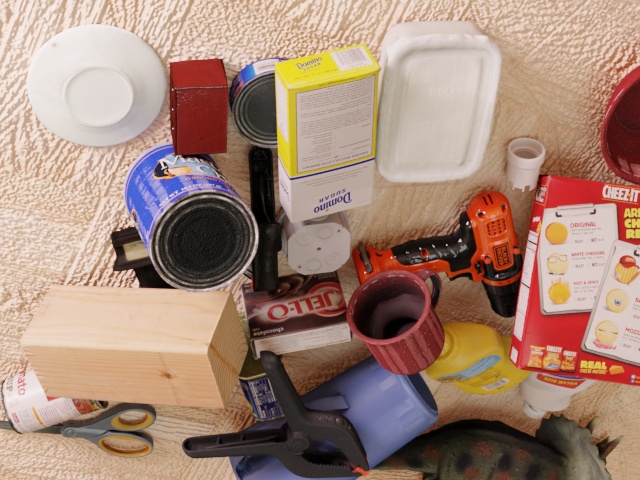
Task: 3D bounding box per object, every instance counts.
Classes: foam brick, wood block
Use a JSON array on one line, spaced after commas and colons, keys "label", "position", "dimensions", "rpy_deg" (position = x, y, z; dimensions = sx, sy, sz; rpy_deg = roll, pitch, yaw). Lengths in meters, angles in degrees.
[{"label": "foam brick", "position": [-0.117, -0.127, 1.021], "dimensions": [0.051, 0.053, 0.078], "rpy_deg": [-3, 128, -11]}, {"label": "wood block", "position": [-0.193, 0.110, 1.119], "dimensions": [0.206, 0.090, 0.091], "rpy_deg": [2, 132, 16]}]

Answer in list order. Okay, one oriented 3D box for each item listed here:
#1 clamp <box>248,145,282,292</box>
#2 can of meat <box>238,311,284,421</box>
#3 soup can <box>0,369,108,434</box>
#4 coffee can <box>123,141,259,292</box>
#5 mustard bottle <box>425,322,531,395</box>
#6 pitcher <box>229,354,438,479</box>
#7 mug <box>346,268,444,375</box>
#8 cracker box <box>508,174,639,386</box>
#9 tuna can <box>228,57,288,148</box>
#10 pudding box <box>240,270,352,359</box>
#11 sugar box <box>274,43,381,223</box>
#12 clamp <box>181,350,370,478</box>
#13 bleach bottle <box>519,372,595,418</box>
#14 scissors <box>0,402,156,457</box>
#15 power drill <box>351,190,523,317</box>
[{"label": "clamp", "position": [-0.057, 0.001, 1.096], "dimensions": [0.039, 0.120, 0.171], "rpy_deg": [-1, 130, 0]}, {"label": "can of meat", "position": [-0.068, 0.143, 1.216], "dimensions": [0.057, 0.102, 0.084], "rpy_deg": [-15, 132, -2]}, {"label": "soup can", "position": [-0.300, 0.173, 1.206], "dimensions": [0.102, 0.068, 0.068], "rpy_deg": [-18, 130, 2]}, {"label": "coffee can", "position": [-0.128, -0.025, 1.028], "dimensions": [0.102, 0.140, 0.103], "rpy_deg": [-8, 116, -17]}, {"label": "mustard bottle", "position": [0.174, 0.136, 1.255], "dimensions": [0.096, 0.058, 0.191], "rpy_deg": [-26, 152, 25]}, {"label": "pitcher", "position": [0.013, 0.231, 1.286], "dimensions": [0.243, 0.149, 0.145], "rpy_deg": [-35, 100, 10]}, {"label": "mug", "position": [0.092, 0.082, 1.148], "dimensions": [0.117, 0.093, 0.081], "rpy_deg": [-52, 140, -18]}, {"label": "cracker box", "position": [0.305, 0.043, 1.166], "dimensions": [0.164, 0.072, 0.214], "rpy_deg": [8, 95, -2]}, {"label": "tuna can", "position": [-0.046, -0.135, 1.044], "dimensions": [0.086, 0.034, 0.086], "rpy_deg": [-7, 129, -8]}, {"label": "pudding box", "position": [-0.027, 0.080, 1.182], "dimensions": [0.113, 0.090, 0.039], "rpy_deg": [-12, 130, -3]}, {"label": "sugar box", "position": [0.006, -0.100, 1.034], "dimensions": [0.093, 0.048, 0.176], "rpy_deg": [-14, 141, -14]}, {"label": "clamp", "position": [-0.038, 0.220, 1.188], "dimensions": [0.209, 0.036, 0.165], "rpy_deg": [35, 114, -27]}, {"label": "bleach bottle", "position": [0.319, 0.136, 1.310], "dimensions": [0.102, 0.068, 0.251], "rpy_deg": [21, 131, 0]}, {"label": "scissors", "position": [-0.285, 0.215, 1.277], "dimensions": [0.201, 0.016, 0.096], "rpy_deg": [22, 118, -27]}, {"label": "power drill", "position": [0.139, 0.041, 1.215], "dimensions": [0.187, 0.057, 0.184], "rpy_deg": [-19, 129, 0]}]
